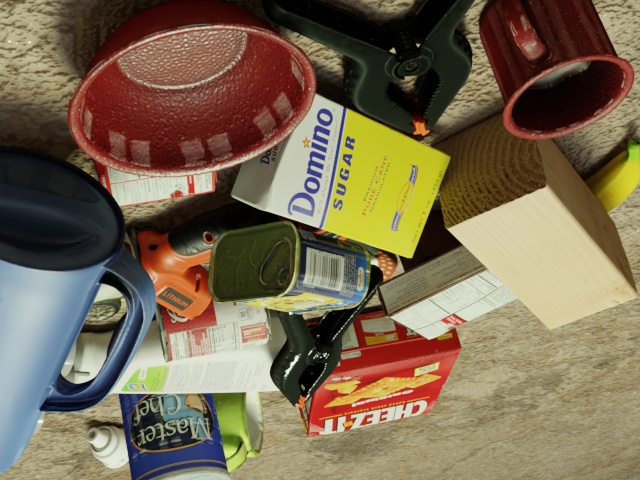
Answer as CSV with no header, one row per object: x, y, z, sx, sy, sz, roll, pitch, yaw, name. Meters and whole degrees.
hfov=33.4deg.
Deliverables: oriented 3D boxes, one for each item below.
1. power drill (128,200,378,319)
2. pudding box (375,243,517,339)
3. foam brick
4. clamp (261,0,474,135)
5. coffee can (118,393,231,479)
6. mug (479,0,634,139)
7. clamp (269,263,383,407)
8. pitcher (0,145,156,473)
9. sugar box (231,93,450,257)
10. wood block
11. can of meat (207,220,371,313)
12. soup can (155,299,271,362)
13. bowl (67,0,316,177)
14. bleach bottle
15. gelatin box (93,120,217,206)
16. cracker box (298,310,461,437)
-0.056,0.001,0.915,0.188,0.057,0.184,-27,146,16,power drill
0.122,0.046,0.990,0.114,0.039,0.090,-29,148,21,pudding box
0.119,0.005,1.011,0.078,0.051,0.053,-5,151,-17,foam brick
0.066,-0.139,0.734,0.164,0.036,0.210,-19,154,9,clamp
-0.159,0.200,1.141,0.102,0.140,0.103,-12,152,-6,coffee can
0.154,-0.133,0.738,0.093,0.081,0.117,-29,150,25,mug
-0.013,0.097,1.018,0.120,0.039,0.172,-3,129,-38,clamp
-0.230,0.067,0.781,0.144,0.149,0.243,-1,131,-37,pitcher
0.020,-0.050,0.818,0.175,0.048,0.093,16,95,-48,sugar box
0.188,-0.014,0.926,0.091,0.090,0.205,-25,140,24,wood block
-0.023,0.024,0.832,0.083,0.057,0.102,15,163,-42,can of meat
-0.103,0.073,1.012,0.102,0.068,0.068,-10,152,-11,soup can
-0.086,-0.107,0.698,0.162,0.055,0.162,-12,152,-6,bowl
-0.150,0.113,1.071,0.250,0.068,0.103,-1,141,-18,bleach bottle
-0.123,-0.061,0.794,0.089,0.030,0.073,-10,151,-9,gelatin box
0.061,0.153,1.236,0.164,0.072,0.214,-10,153,-9,cracker box
